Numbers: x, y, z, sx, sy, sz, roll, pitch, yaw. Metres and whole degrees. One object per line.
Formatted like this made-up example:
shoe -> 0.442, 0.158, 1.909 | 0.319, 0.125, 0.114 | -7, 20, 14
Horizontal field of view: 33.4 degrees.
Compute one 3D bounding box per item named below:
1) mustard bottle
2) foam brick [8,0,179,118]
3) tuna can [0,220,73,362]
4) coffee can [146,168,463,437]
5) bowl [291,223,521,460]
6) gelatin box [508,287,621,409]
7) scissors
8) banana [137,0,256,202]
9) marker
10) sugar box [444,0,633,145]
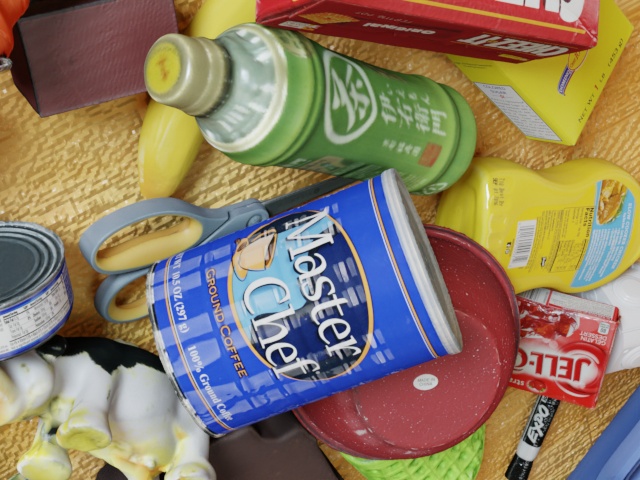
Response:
mustard bottle -> 0.171, -0.010, 0.739 | 0.191, 0.058, 0.096 | -3, 113, -29
foam brick -> -0.113, -0.101, 0.526 | 0.078, 0.053, 0.051 | -19, 123, -22
tuna can -> -0.169, 0.026, 0.540 | 0.086, 0.086, 0.034 | -19, 125, -21
coffee can -> -0.007, 0.034, 0.570 | 0.140, 0.103, 0.102 | -21, 128, 9
bowl -> 0.057, 0.074, 0.651 | 0.162, 0.055, 0.162 | -4, 108, -12
gelatin box -> 0.162, 0.074, 0.764 | 0.030, 0.089, 0.073 | -47, 149, -60
scissors -> -0.054, 0.001, 0.636 | 0.201, 0.016, 0.096 | -10, 138, -40
banana -> -0.040, -0.106, 0.576 | 0.198, 0.037, 0.069 | -46, 128, -1
marker -> 0.175, 0.144, 0.850 | 0.020, 0.020, 0.121 | 6, 112, -33
sugar box -> 0.113, -0.141, 0.632 | 0.176, 0.048, 0.093 | 35, 78, -41
